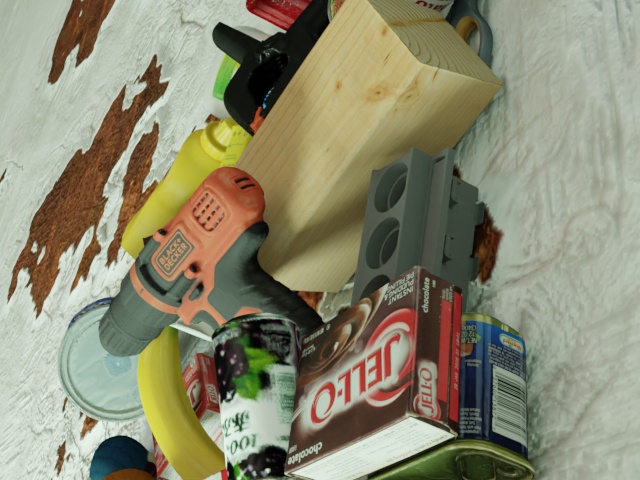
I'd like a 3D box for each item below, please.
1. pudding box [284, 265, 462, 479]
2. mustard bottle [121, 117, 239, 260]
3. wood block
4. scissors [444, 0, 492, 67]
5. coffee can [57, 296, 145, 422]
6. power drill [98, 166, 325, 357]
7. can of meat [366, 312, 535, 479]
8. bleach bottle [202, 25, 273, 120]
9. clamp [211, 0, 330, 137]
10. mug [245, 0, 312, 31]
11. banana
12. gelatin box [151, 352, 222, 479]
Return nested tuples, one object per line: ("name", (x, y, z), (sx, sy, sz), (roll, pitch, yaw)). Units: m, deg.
("pudding box", (0.029, 0.078, 0.588), (0.114, 0.039, 0.090), (-39, 34, 45))
("mustard bottle", (-0.126, -0.056, 1.053), (0.096, 0.058, 0.192), (-44, -3, -47))
("wood block", (0.018, -0.066, 0.763), (0.206, 0.090, 0.090), (-53, 52, 28))
("scissors", (0.101, -0.178, 0.822), (0.096, 0.016, 0.201), (-38, 37, 43))
("coffee can", (-0.187, 0.105, 0.982), (0.140, 0.102, 0.103), (179, 113, -78))
("power drill", (-0.060, 0.070, 0.739), (0.185, 0.188, 0.057), (-49, -12, 31))
("can of meat", (0.071, 0.099, 0.602), (0.102, 0.057, 0.084), (-37, 36, 45))
("bleach bottle", (-0.028, -0.142, 0.981), (0.251, 0.068, 0.102), (24, 91, 61))
("clamp", (-0.040, -0.147, 0.872), (0.165, 0.036, 0.210), (-18, 39, 31))
("mug", (-0.015, -0.233, 0.986), (0.093, 0.081, 0.117), (-66, 16, 2))
("banana", (-0.108, 0.143, 0.856), (0.070, 0.037, 0.198), (-52, 50, 32))
("gelatin box", (-0.113, 0.153, 0.923), (0.089, 0.030, 0.073), (-55, 28, 20))
